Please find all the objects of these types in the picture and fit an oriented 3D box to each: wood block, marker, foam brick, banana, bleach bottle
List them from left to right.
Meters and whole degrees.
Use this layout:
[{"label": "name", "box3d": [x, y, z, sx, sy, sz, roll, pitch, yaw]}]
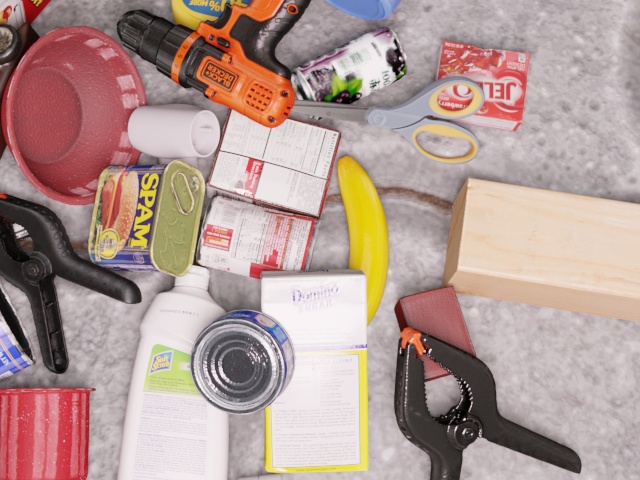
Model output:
[{"label": "marker", "box3d": [-0.310, 0.002, 0.994, 0.121, 0.020, 0.020, -21, 78, -7]}, {"label": "bleach bottle", "box3d": [-0.120, 0.147, 0.948, 0.102, 0.068, 0.251, 7, 74, -5]}, {"label": "banana", "box3d": [0.030, 0.018, 0.996, 0.069, 0.037, 0.198, 13, 76, 0]}, {"label": "foam brick", "box3d": [0.104, 0.087, 0.976, 0.051, 0.053, 0.078, -16, 79, -6]}, {"label": "wood block", "box3d": [0.224, 0.011, 0.979, 0.206, 0.091, 0.090, 9, 76, 0]}]

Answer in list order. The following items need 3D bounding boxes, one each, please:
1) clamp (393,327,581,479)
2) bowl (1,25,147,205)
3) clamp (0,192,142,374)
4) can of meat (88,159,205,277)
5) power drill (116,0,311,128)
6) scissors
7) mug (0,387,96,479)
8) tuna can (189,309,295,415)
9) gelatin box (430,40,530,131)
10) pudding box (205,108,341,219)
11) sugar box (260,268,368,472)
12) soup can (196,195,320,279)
[{"label": "clamp", "box3d": [0.133, 0.163, 0.937, 0.164, 0.036, 0.210, -25, 103, -12]}, {"label": "bowl", "box3d": [-0.235, -0.114, 0.979, 0.055, 0.161, 0.162, 7, 73, 38]}, {"label": "clamp", "box3d": [-0.251, 0.034, 0.963, 0.171, 0.039, 0.120, 43, 103, 11]}, {"label": "can of meat", "box3d": [-0.159, -0.020, 0.969, 0.084, 0.057, 0.102, 1, 76, 33]}, {"label": "power drill", "box3d": [-0.076, -0.219, 0.968, 0.184, 0.057, 0.188, 29, 101, 9]}, {"label": "scissors", "box3d": [0.068, -0.131, 1.001, 0.201, 0.016, 0.096, 21, 113, -17]}, {"label": "mug", "box3d": [-0.254, 0.169, 0.923, 0.117, 0.093, 0.081, -1, 81, 1]}, {"label": "tuna can", "box3d": [-0.066, 0.103, 0.901, 0.086, 0.033, 0.086, 2, 99, 13]}, {"label": "gelatin box", "box3d": [0.157, -0.152, 1.046, 0.089, 0.030, 0.073, 9, 77, 0]}, {"label": "pudding box", "box3d": [-0.044, -0.073, 1.014, 0.113, 0.039, 0.090, 16, 74, -1]}, {"label": "sugar box", "box3d": [-0.005, 0.114, 0.941, 0.093, 0.048, 0.176, -1, 96, -4]}, {"label": "soup can", "box3d": [-0.056, 0.001, 0.981, 0.102, 0.068, 0.068, 13, 76, 1]}]
